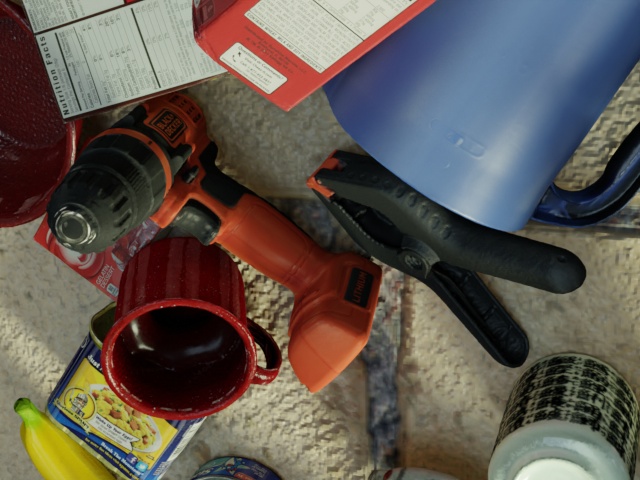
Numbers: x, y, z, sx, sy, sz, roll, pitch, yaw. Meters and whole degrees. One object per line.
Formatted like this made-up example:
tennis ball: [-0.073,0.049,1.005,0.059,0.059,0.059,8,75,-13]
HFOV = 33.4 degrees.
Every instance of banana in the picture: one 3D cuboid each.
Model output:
banana: [-0.153,0.192,0.759,0.037,0.070,0.198,-43,92,-9]

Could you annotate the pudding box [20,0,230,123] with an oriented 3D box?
pudding box: [-0.101,-0.121,0.578,0.114,0.039,0.090,-12,105,22]

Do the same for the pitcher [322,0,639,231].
pitcher: [0.126,-0.128,0.534,0.145,0.149,0.243,50,116,33]

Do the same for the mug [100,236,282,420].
mug: [-0.077,0.055,0.671,0.117,0.081,0.093,22,118,-18]

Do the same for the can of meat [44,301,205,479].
can of meat: [-0.127,0.106,0.725,0.102,0.057,0.084,38,117,4]

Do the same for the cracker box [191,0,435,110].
cracker box: [0.034,-0.185,0.491,0.072,0.164,0.214,31,132,-33]

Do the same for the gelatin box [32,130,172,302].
gelatin box: [-0.139,-0.015,0.703,0.073,0.030,0.089,37,114,4]

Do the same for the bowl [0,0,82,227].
bowl: [-0.207,-0.092,0.678,0.162,0.055,0.162,12,119,22]

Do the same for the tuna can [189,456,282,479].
tuna can: [-0.060,0.195,0.744,0.086,0.033,0.086,6,109,16]

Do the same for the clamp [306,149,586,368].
clamp: [0.071,0.000,0.612,0.171,0.039,0.120,37,147,3]

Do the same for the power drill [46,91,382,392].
power drill: [-0.054,0.001,0.608,0.187,0.184,0.057,41,115,-9]
